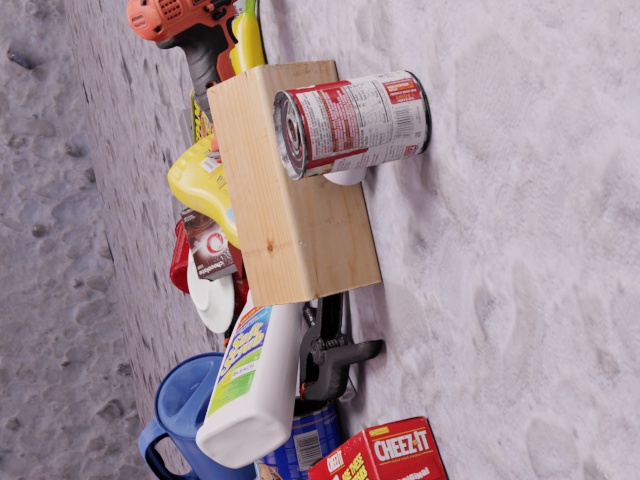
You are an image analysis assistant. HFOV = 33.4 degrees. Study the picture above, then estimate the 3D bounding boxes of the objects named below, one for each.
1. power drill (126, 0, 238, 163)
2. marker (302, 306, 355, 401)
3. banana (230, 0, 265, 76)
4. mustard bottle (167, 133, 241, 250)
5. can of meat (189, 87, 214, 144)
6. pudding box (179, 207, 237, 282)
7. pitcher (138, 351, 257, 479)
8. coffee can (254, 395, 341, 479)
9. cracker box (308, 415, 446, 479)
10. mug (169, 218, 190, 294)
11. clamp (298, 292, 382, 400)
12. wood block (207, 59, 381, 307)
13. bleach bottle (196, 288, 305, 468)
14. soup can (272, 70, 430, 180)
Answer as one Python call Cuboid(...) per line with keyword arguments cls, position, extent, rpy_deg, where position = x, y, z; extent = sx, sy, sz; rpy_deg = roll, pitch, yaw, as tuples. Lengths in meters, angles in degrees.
Cuboid(cls="power drill", position=(-0.085, -0.184, 1.044), extent=(0.057, 0.184, 0.187), rpy_deg=(-8, 113, 48))
Cuboid(cls="marker", position=(0.008, 0.119, 1.145), extent=(0.020, 0.020, 0.121), rpy_deg=(97, 155, -48))
Cuboid(cls="banana", position=(-0.066, -0.164, 1.150), extent=(0.070, 0.037, 0.198), rpy_deg=(125, 131, -70))
Cuboid(cls="mustard bottle", position=(-0.068, -0.038, 1.125), extent=(0.192, 0.096, 0.058), rpy_deg=(38, 154, 29))
Cuboid(cls="can of meat", position=(-0.120, -0.135, 1.316), extent=(0.084, 0.057, 0.102), rpy_deg=(-123, 25, -43))
Cuboid(cls="pudding box", position=(-0.102, -0.013, 1.256), extent=(0.039, 0.114, 0.090), rpy_deg=(21, -133, -62))
Cuboid(cls="pitcher", position=(-0.133, 0.275, 1.430), extent=(0.243, 0.149, 0.145), rpy_deg=(73, -155, -45))
Cuboid(cls="coffee can", position=(-0.022, 0.254, 1.193), extent=(0.103, 0.102, 0.140), rpy_deg=(-176, 75, -73))
Cuboid(cls="cracker box", position=(0.071, 0.282, 0.948), extent=(0.164, 0.072, 0.214), rpy_deg=(127, 130, -59))
Cuboid(cls="mug", position=(-0.162, 0.029, 1.454), extent=(0.117, 0.093, 0.081), rpy_deg=(121, 161, -50))
Cuboid(cls="clamp", position=(0.009, 0.097, 1.074), extent=(0.172, 0.039, 0.120), rpy_deg=(122, 142, -50))
Cuboid(cls="wood block", position=(-0.025, -0.051, 0.970), extent=(0.091, 0.090, 0.206), rpy_deg=(-11, 91, 53))
Cuboid(cls="bleach bottle", position=(-0.067, 0.122, 1.174), extent=(0.068, 0.103, 0.250), rpy_deg=(41, -147, -26))
Cuboid(cls="soup can", position=(0.023, -0.088, 0.803), extent=(0.069, 0.102, 0.068), rpy_deg=(168, 90, -74))
